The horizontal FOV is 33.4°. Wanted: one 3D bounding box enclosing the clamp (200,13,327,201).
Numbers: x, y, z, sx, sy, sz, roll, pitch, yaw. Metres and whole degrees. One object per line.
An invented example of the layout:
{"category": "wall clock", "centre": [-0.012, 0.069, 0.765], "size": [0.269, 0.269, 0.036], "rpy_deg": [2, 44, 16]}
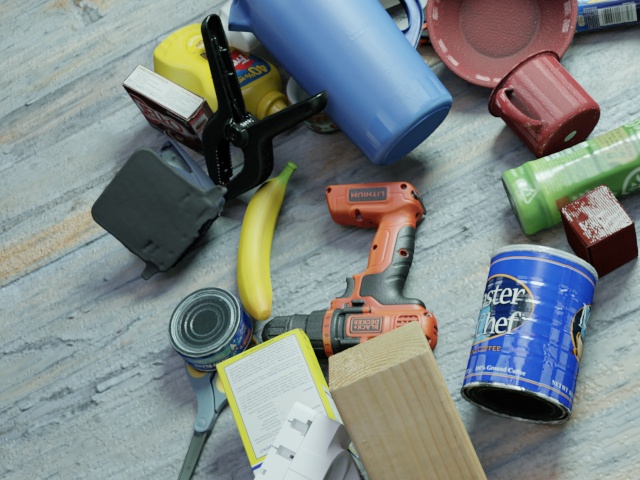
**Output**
{"category": "clamp", "centre": [-0.074, -0.119, 1.147], "size": [0.165, 0.210, 0.036], "rpy_deg": [33, 42, 23]}

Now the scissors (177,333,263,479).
{"category": "scissors", "centre": [-0.132, 0.177, 1.112], "size": [0.096, 0.016, 0.201], "rpy_deg": [26, 74, 30]}

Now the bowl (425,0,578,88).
{"category": "bowl", "centre": [0.197, -0.245, 1.167], "size": [0.162, 0.055, 0.162], "rpy_deg": [1, 95, 8]}

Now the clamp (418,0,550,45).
{"category": "clamp", "centre": [0.182, -0.283, 1.225], "size": [0.171, 0.039, 0.120], "rpy_deg": [-19, 64, 6]}

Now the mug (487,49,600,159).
{"category": "mug", "centre": [0.227, -0.135, 1.098], "size": [0.081, 0.117, 0.093], "rpy_deg": [54, 126, 26]}

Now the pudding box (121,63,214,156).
{"category": "pudding box", "centre": [-0.168, -0.149, 1.246], "size": [0.114, 0.090, 0.039], "rpy_deg": [28, 75, 27]}

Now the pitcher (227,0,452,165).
{"category": "pitcher", "centre": [0.034, -0.207, 1.129], "size": [0.243, 0.144, 0.149], "rpy_deg": [51, 121, 11]}

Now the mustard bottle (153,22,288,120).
{"category": "mustard bottle", "centre": [-0.104, -0.187, 1.257], "size": [0.192, 0.058, 0.096], "rpy_deg": [37, 52, 28]}

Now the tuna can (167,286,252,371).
{"category": "tuna can", "centre": [-0.117, 0.092, 1.122], "size": [0.086, 0.033, 0.086], "rpy_deg": [-10, 56, 15]}

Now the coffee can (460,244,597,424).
{"category": "coffee can", "centre": [0.196, 0.088, 0.997], "size": [0.103, 0.102, 0.140], "rpy_deg": [8, 67, 22]}

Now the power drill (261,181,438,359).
{"category": "power drill", "centre": [0.034, 0.034, 1.108], "size": [0.185, 0.057, 0.187], "rpy_deg": [-2, 66, 17]}

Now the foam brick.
{"category": "foam brick", "centre": [0.271, -0.008, 1.036], "size": [0.051, 0.078, 0.053], "rpy_deg": [-30, 59, 4]}

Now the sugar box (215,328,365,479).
{"category": "sugar box", "centre": [-0.026, 0.180, 1.010], "size": [0.093, 0.048, 0.176], "rpy_deg": [-26, 63, 5]}

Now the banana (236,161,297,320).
{"category": "banana", "centre": [-0.065, 0.006, 1.148], "size": [0.037, 0.070, 0.197], "rpy_deg": [19, 57, -18]}

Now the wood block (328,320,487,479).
{"category": "wood block", "centre": [0.088, 0.188, 0.924], "size": [0.090, 0.091, 0.206], "rpy_deg": [-23, 100, 5]}
